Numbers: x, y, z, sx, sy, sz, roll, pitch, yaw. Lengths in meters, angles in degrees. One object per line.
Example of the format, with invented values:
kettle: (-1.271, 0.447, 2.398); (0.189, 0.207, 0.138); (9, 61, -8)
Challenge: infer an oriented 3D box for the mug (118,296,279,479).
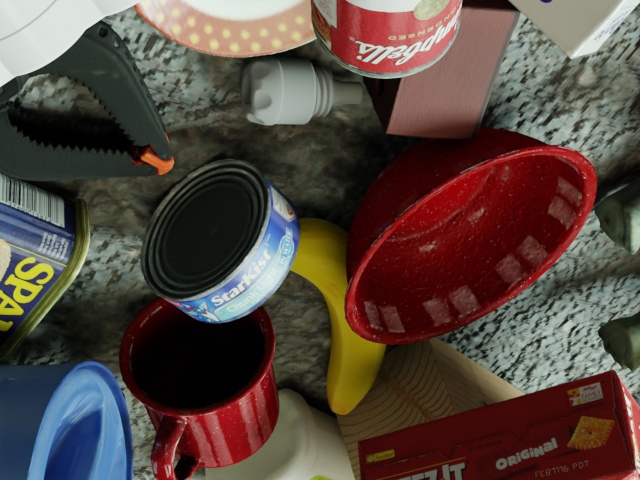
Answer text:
mug: (-0.072, 0.096, 0.649); (0.093, 0.117, 0.081); (9, 143, 13)

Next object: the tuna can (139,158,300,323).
tuna can: (-0.054, 0.001, 0.575); (0.086, 0.086, 0.033); (-33, 136, 16)

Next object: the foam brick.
foam brick: (0.058, -0.097, 0.536); (0.051, 0.053, 0.078); (-1, 133, -17)

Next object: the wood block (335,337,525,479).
wood block: (0.115, 0.158, 0.782); (0.090, 0.091, 0.205); (-39, 132, 21)

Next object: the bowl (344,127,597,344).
bowl: (0.074, -0.011, 0.608); (0.162, 0.055, 0.162); (-22, 147, -15)

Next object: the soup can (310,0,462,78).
soup can: (0.029, -0.121, 0.435); (0.068, 0.068, 0.102); (-14, 160, -4)

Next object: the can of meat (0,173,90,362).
can of meat: (-0.184, 0.008, 0.564); (0.083, 0.057, 0.102); (25, 123, -33)

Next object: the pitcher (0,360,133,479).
pitcher: (-0.231, 0.126, 0.589); (0.243, 0.145, 0.149); (1, 155, 12)

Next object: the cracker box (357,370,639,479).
cracker box: (0.144, 0.178, 0.672); (0.164, 0.072, 0.213); (-20, 138, 21)

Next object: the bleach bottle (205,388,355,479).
bleach bottle: (0.035, 0.193, 0.815); (0.103, 0.068, 0.250); (-41, 134, 23)

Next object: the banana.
banana: (0.009, 0.043, 0.672); (0.069, 0.037, 0.197); (-24, 137, 3)

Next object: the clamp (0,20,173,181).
clamp: (-0.164, -0.076, 0.497); (0.165, 0.036, 0.209); (-41, 131, 19)
